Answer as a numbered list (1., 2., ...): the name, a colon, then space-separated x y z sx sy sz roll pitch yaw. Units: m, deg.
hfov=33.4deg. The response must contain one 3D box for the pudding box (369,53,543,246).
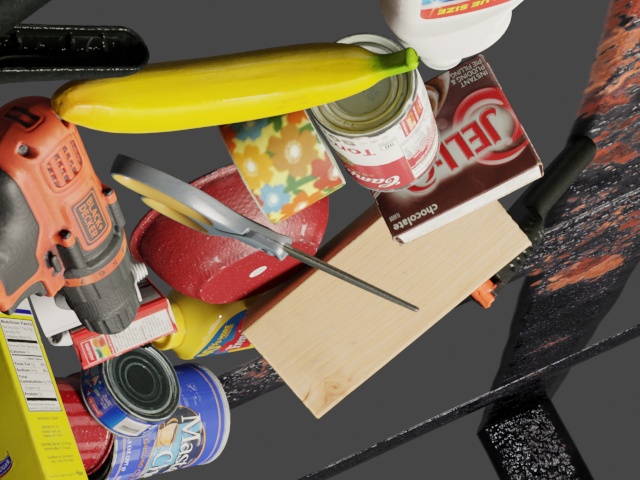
1. pudding box: 0.083 -0.061 0.733 0.113 0.090 0.039 -28 161 11

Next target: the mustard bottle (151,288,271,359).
1. mustard bottle: -0.076 0.062 0.911 0.191 0.058 0.096 -6 151 -42

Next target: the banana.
1. banana: -0.049 -0.086 0.575 0.197 0.037 0.070 -13 174 -20

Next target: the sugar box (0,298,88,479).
1. sugar box: -0.213 0.106 0.677 0.093 0.176 0.048 -33 161 20

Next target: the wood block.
1. wood block: 0.048 0.029 0.824 0.206 0.091 0.090 -40 -174 4

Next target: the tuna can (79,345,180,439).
1. tuna can: -0.165 0.127 0.932 0.034 0.086 0.085 -38 157 31

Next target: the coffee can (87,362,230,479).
1. coffee can: -0.172 0.176 1.024 0.140 0.103 0.103 -2 151 -48

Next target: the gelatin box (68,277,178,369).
1. gelatin box: -0.151 0.060 0.796 0.073 0.030 0.089 -21 -166 -14

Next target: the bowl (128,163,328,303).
1. bowl: -0.055 0.001 0.782 0.162 0.055 0.162 -22 160 -9

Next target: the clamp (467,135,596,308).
1. clamp: 0.168 -0.012 0.927 0.165 0.036 0.209 -41 -173 28

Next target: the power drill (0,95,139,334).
1. power drill: -0.178 0.040 0.570 0.187 0.057 0.184 -52 150 -29

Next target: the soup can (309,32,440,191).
1. soup can: 0.035 -0.077 0.663 0.068 0.068 0.102 -27 160 5

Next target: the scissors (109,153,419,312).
1. scissors: -0.039 0.000 0.668 0.016 0.201 0.096 -64 -172 -9

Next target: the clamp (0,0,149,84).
1. clamp: -0.153 -0.089 0.449 0.171 0.039 0.120 -18 158 -18
